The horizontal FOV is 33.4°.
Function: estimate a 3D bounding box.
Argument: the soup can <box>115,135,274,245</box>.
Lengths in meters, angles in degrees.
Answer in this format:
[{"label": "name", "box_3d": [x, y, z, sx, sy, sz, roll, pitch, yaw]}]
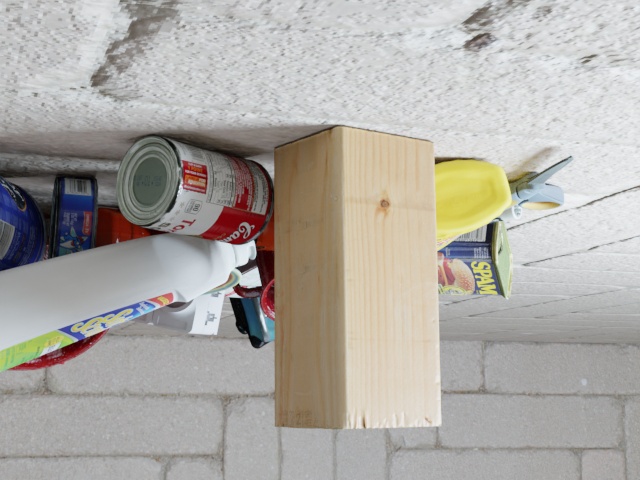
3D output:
[{"label": "soup can", "box_3d": [-0.092, -0.036, 0.793, 0.069, 0.068, 0.102, -7, 168, 38]}]

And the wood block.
[{"label": "wood block", "box_3d": [0.026, 0.032, 0.776, 0.090, 0.206, 0.090, 6, 170, -34]}]

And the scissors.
[{"label": "scissors", "box_3d": [0.193, -0.046, 0.904, 0.096, 0.016, 0.202, 1, 171, -21]}]

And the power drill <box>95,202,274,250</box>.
[{"label": "power drill", "box_3d": [-0.133, -0.012, 0.985, 0.188, 0.057, 0.184, -7, 166, 44]}]

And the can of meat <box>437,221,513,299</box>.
[{"label": "can of meat", "box_3d": [0.152, 0.018, 1.118, 0.084, 0.057, 0.102, 1, 149, 19]}]

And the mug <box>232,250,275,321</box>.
[{"label": "mug", "box_3d": [-0.032, 0.027, 1.051, 0.117, 0.081, 0.093, -12, 138, -5]}]

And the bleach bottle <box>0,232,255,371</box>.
[{"label": "bleach bottle", "box_3d": [-0.166, 0.036, 0.839, 0.250, 0.068, 0.103, -19, 166, -24]}]

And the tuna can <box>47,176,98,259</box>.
[{"label": "tuna can", "box_3d": [-0.209, -0.011, 0.897, 0.033, 0.086, 0.086, 4, 170, -17]}]

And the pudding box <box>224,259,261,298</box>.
[{"label": "pudding box", "box_3d": [-0.081, 0.033, 1.251, 0.090, 0.039, 0.113, -28, 165, 22]}]

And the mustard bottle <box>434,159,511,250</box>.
[{"label": "mustard bottle", "box_3d": [0.092, -0.021, 0.917, 0.096, 0.058, 0.192, -15, 174, -8]}]

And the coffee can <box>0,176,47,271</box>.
[{"label": "coffee can", "box_3d": [-0.284, -0.012, 0.832, 0.103, 0.103, 0.140, 0, 171, 3]}]
